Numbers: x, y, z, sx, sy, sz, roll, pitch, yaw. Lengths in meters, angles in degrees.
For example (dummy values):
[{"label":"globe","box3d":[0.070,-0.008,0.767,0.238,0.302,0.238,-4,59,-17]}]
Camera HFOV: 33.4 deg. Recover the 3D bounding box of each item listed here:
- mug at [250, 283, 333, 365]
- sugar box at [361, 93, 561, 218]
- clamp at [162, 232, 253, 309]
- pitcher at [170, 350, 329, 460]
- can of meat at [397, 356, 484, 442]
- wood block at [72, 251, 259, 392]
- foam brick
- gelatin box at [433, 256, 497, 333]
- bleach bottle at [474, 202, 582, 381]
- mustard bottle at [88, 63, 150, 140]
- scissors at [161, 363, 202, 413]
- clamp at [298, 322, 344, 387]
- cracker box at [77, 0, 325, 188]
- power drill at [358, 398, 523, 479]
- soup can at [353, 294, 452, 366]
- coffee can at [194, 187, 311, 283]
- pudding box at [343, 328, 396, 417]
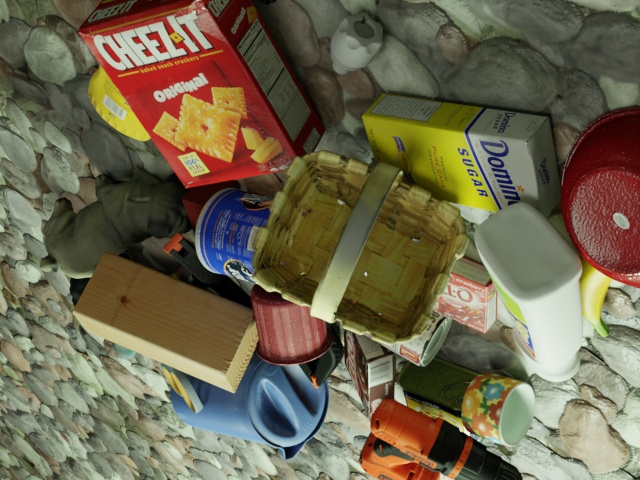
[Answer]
[{"label":"mug","box3d":[-0.040,0.082,1.261,0.117,0.093,0.081,-123,22,-61]},{"label":"sugar box","box3d":[0.129,-0.078,0.983,0.176,0.048,0.093,16,140,38]},{"label":"clamp","box3d":[-0.143,0.038,1.348,0.120,0.039,0.171,29,166,49]},{"label":"pitcher","box3d":[-0.110,0.204,1.490,0.145,0.149,0.243,41,153,-26]},{"label":"can of meat","box3d":[0.147,0.191,1.255,0.102,0.057,0.084,18,141,33]},{"label":"wood block","box3d":[-0.185,0.100,1.318,0.206,0.090,0.090,21,162,11]},{"label":"foam brick","box3d":[-0.125,-0.032,1.295,0.051,0.052,0.078,18,139,34]},{"label":"gelatin box","box3d":[0.142,0.050,1.126,0.089,0.030,0.073,23,142,27]},{"label":"bleach bottle","box3d":[0.210,0.072,1.004,0.103,0.068,0.250,58,179,38]},{"label":"mustard bottle","box3d":[-0.203,-0.196,1.189,0.096,0.058,0.192,41,147,5]},{"label":"scissors","box3d":[-0.218,0.146,1.450,0.202,0.016,0.096,62,160,-11]},{"label":"clamp","box3d":[-0.010,0.103,1.339,0.165,0.036,0.210,12,132,40]},{"label":"cracker box","box3d":[-0.118,-0.159,1.080,0.164,0.072,0.213,-6,131,34]},{"label":"power drill","box3d":[0.130,0.257,1.250,0.184,0.057,0.188,29,155,1]},{"label":"soup can","box3d":[0.087,0.088,1.192,0.102,0.068,0.068,29,144,20]},{"label":"coffee can","box3d":[-0.058,0.001,1.216,0.141,0.102,0.103,14,137,37]},{"label":"pudding box","box3d":[0.057,0.142,1.274,0.113,0.039,0.090,89,161,-46]}]
